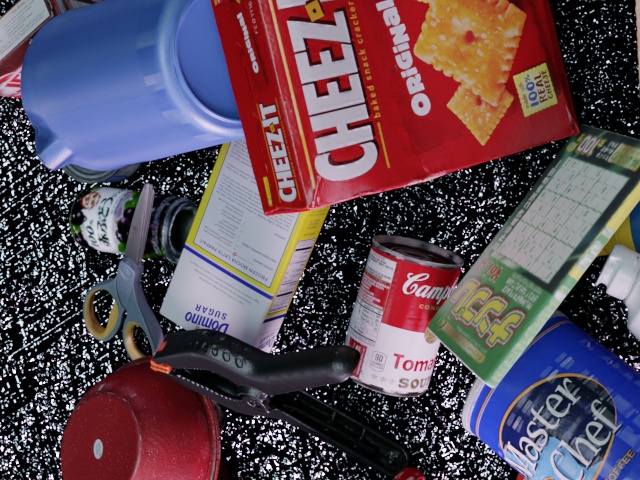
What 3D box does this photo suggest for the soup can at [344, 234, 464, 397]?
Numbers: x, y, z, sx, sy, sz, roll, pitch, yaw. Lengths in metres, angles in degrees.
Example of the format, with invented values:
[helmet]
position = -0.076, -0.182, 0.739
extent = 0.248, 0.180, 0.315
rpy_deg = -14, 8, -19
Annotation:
[soup can]
position = 0.058, 0.054, 0.778
extent = 0.069, 0.068, 0.102
rpy_deg = 20, 103, 26

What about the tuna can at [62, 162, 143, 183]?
[tuna can]
position = -0.189, -0.092, 0.921
extent = 0.086, 0.033, 0.086
rpy_deg = 2, 95, 28

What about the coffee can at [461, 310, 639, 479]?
[coffee can]
position = 0.177, 0.126, 0.687
extent = 0.140, 0.102, 0.103
rpy_deg = 39, 111, 31

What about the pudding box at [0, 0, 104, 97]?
[pudding box]
position = -0.240, -0.166, 0.912
extent = 0.114, 0.089, 0.039
rpy_deg = -36, 76, 25

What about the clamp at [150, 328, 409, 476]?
[clamp]
position = -0.035, 0.115, 0.806
extent = 0.210, 0.164, 0.036
rpy_deg = 8, 55, 34

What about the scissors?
[scissors]
position = -0.145, 0.040, 0.876
extent = 0.096, 0.016, 0.202
rpy_deg = 47, 138, 4

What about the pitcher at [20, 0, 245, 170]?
[pitcher]
position = -0.112, -0.129, 0.774
extent = 0.243, 0.144, 0.149
rpy_deg = 2, 96, 57

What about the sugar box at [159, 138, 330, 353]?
[sugar box]
position = -0.056, 0.001, 0.850
extent = 0.093, 0.048, 0.176
rpy_deg = 30, 110, 22

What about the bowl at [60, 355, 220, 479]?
[bowl]
position = -0.159, 0.170, 0.862
extent = 0.162, 0.055, 0.162
rpy_deg = -10, 73, 35

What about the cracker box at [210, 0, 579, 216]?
[cracker box]
position = 0.051, -0.120, 0.679
extent = 0.072, 0.213, 0.164
rpy_deg = -4, 101, 62
